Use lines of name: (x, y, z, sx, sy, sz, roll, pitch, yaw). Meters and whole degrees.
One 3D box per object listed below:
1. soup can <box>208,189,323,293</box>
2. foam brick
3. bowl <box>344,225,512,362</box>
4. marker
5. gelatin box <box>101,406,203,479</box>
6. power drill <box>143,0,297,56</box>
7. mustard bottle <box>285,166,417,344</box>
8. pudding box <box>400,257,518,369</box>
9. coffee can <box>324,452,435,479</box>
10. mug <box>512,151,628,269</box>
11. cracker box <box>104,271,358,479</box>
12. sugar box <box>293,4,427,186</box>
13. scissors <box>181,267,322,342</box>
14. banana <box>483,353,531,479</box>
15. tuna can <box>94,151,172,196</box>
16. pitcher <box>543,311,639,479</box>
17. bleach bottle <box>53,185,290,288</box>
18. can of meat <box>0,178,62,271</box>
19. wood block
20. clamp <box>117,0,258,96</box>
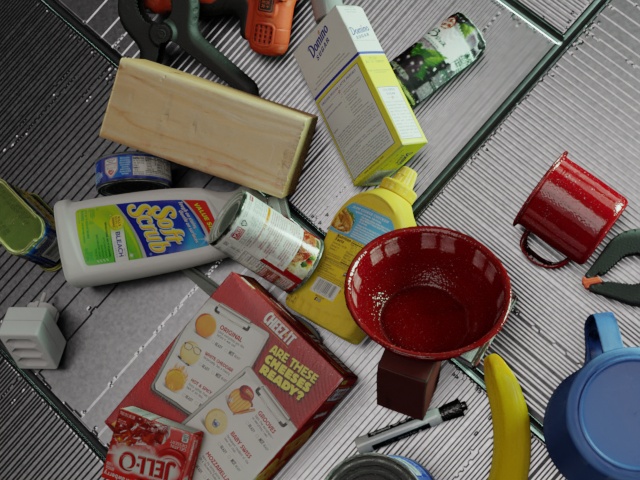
soup can: (-0.057, 0.001, 1.110, 0.102, 0.069, 0.068, 33, 86, -18)
foam brick: (0.089, 0.134, 1.071, 0.053, 0.078, 0.051, 18, 55, 15)
bowl: (0.103, 0.063, 1.043, 0.162, 0.055, 0.162, -1, 50, 0)
marker: (0.094, 0.191, 1.096, 0.121, 0.020, 0.020, -22, 74, 7)
gelatin box: (-0.167, 0.214, 1.066, 0.089, 0.030, 0.073, 16, 91, 19)
power drill: (-0.109, -0.313, 1.206, 0.188, 0.057, 0.184, 14, 105, 19)
mustard bottle: (0.047, 0.007, 1.124, 0.096, 0.058, 0.191, 26, 84, 38)
pudding box: (0.134, 0.067, 1.105, 0.114, 0.039, 0.090, 31, 86, 19)
coffee can: (0.060, 0.257, 1.025, 0.103, 0.140, 0.103, -3, 77, 12)
mug: (0.248, -0.020, 1.079, 0.081, 0.093, 0.117, 37, 118, 13)
cracker box: (-0.092, 0.166, 1.104, 0.164, 0.072, 0.214, 43, 97, 17)
sugar box: (0.041, -0.155, 1.149, 0.093, 0.048, 0.176, -40, 64, 46)
scissors: (-0.092, 0.096, 1.161, 0.202, 0.016, 0.096, 21, 88, 21)
banana: (0.175, 0.214, 1.063, 0.070, 0.037, 0.198, 13, 81, 13)
tuna can: (-0.207, -0.071, 1.187, 0.086, 0.086, 0.034, -6, 78, 11)
pitcher: (0.266, 0.152, 0.949, 0.149, 0.242, 0.145, 38, 86, 16)
bleach bottle: (-0.159, -0.019, 1.174, 0.251, 0.068, 0.102, -12, 79, 4)
can of meat: (-0.334, -0.018, 1.205, 0.102, 0.084, 0.057, 43, 89, 17)
wood block: (-0.117, -0.122, 1.148, 0.206, 0.090, 0.090, 19, 100, 6)
clamp: (-0.162, -0.230, 1.197, 0.165, 0.036, 0.210, -8, 101, 13)
